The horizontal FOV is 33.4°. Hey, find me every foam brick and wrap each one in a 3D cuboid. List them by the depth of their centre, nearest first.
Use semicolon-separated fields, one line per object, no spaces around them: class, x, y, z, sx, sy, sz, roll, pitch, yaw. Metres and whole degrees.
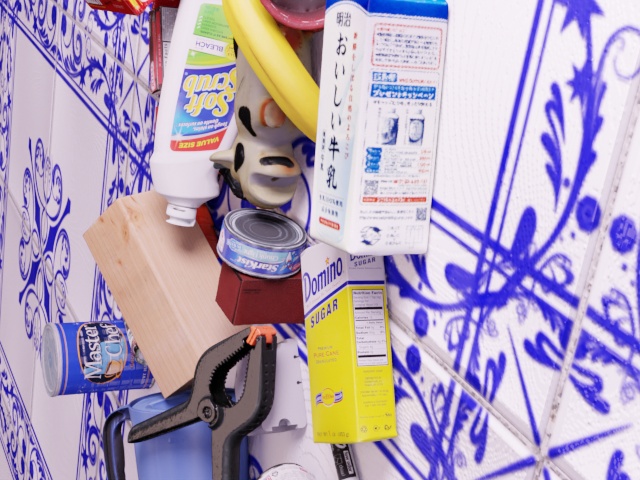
foam brick;-0.056;0.049;1.057;0.051;0.078;0.053;46;129;54

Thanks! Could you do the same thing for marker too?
marker;0.016;0.177;0.984;0.020;0.020;0.121;-51;47;52

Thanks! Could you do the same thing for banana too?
banana;-0.033;-0.156;0.933;0.037;0.069;0.198;-29;96;28

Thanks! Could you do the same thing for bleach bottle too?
bleach bottle;-0.113;-0.138;1.096;0.068;0.102;0.251;-147;67;-74

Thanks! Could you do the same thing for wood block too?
wood block;-0.164;0.055;1.171;0.090;0.090;0.206;-38;77;42

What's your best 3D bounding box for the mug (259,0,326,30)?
mug;-0.026;-0.238;0.914;0.081;0.117;0.093;-110;37;-65

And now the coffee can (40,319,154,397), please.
coffee can;-0.312;0.163;1.500;0.103;0.140;0.103;5;95;63

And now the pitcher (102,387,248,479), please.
pitcher;-0.149;0.289;1.189;0.149;0.144;0.243;2;96;60

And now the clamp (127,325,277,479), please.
clamp;-0.109;0.168;1.058;0.165;0.036;0.210;31;105;32

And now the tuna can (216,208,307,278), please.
tuna can;-0.057;0.001;1.047;0.086;0.086;0.034;51;133;51

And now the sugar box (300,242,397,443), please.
sugar box;0.023;0.088;0.937;0.093;0.048;0.176;-22;73;62

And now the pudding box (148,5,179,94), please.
pudding box;-0.127;-0.201;1.147;0.039;0.113;0.090;-1;90;61
